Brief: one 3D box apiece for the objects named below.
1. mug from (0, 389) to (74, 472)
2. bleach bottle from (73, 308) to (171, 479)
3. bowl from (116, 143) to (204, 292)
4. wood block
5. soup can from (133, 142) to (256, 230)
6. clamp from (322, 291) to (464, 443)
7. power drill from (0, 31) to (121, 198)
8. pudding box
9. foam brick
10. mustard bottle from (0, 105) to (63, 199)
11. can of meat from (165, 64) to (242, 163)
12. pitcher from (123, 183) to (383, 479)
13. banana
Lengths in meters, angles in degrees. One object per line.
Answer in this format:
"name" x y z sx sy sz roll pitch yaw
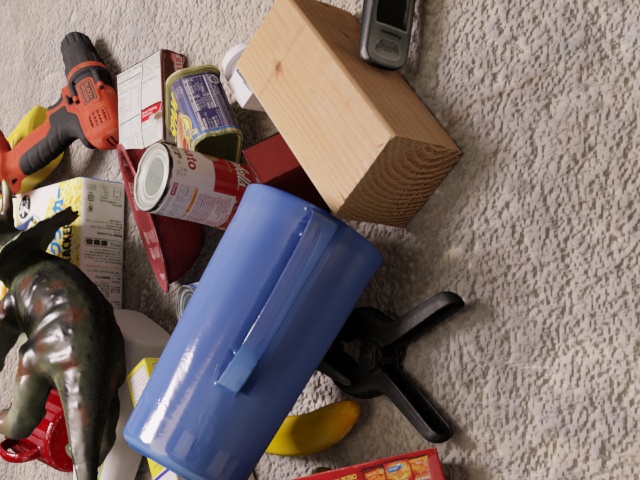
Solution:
"mug" -0.308 0.219 1.212 0.082 0.117 0.093 13 116 42
"bleach bottle" -0.231 0.208 1.168 0.103 0.067 0.251 29 107 46
"bowl" -0.160 -0.030 1.105 0.162 0.055 0.162 162 90 -76
"wood block" 0.020 -0.117 0.937 0.091 0.090 0.206 -53 50 28
"soup can" -0.118 -0.050 1.019 0.069 0.102 0.068 -20 64 48
"clamp" 0.055 0.108 0.900 0.172 0.039 0.120 -10 71 51
"power drill" -0.331 -0.150 1.284 0.188 0.057 0.184 -31 56 7
"pudding box" -0.189 -0.147 1.200 0.090 0.039 0.113 -19 68 44
"foam brick" -0.031 -0.054 0.979 0.051 0.078 0.053 -27 51 -5
"mustard bottle" -0.406 -0.090 1.403 0.192 0.058 0.096 -35 49 38
"can of meat" -0.118 -0.113 1.084 0.102 0.057 0.084 105 146 -59
"pitcher" -0.058 0.082 0.878 0.145 0.149 0.242 19 74 39
"banana" -0.038 0.165 0.981 0.198 0.037 0.069 6 106 46
